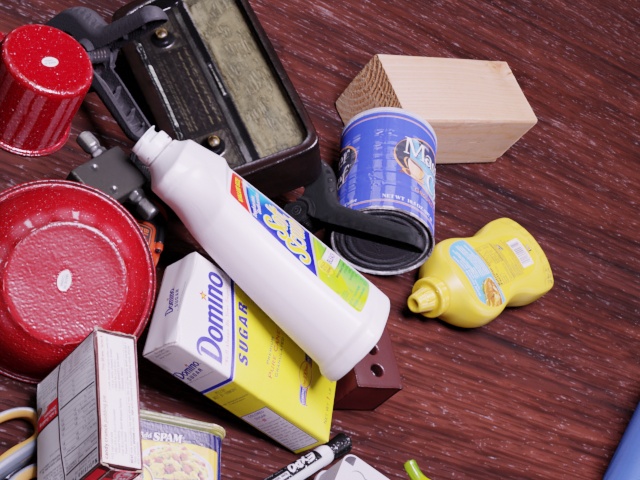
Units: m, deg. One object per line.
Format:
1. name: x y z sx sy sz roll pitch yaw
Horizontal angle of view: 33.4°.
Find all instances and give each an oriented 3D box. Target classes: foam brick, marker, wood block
1. foam brick: 0.033 0.110 0.974 0.052 0.051 0.078 7 54 -33
2. marker: -0.015 0.192 0.899 0.120 0.020 0.020 -22 72 -44
3. wood block: 0.133 -0.146 1.215 0.205 0.090 0.091 -5 61 -39

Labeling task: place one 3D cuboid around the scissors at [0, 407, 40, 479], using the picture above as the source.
1. scissors: -0.246 0.196 0.734 0.096 0.016 0.201 41 44 -2

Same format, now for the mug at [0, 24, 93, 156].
1. mug: -0.259 -0.141 0.934 0.117 0.082 0.093 38 44 -5

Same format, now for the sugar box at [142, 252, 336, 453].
1. sugar box: -0.061 0.095 0.889 0.176 0.048 0.093 40 40 -32

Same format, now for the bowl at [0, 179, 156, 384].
1. bowl: -0.197 0.032 0.810 0.161 0.055 0.162 1 88 -23

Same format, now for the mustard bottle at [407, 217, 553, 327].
1. mustard bottle: 0.158 0.040 1.112 0.191 0.058 0.096 -19 71 -43

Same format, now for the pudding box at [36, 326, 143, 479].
1. pudding box: -0.166 0.132 0.763 0.039 0.090 0.113 20 44 -37

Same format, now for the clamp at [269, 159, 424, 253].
1. clamp: -0.005 -0.022 1.003 0.036 0.164 0.210 51 14 -56

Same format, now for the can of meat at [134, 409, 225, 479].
1. can of meat: -0.124 0.181 0.804 0.102 0.058 0.084 16 51 -26

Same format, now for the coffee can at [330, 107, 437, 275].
1. coffee can: 0.066 -0.051 1.083 0.102 0.103 0.140 24 47 -20

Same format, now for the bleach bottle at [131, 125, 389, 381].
1. bleach bottle: -0.056 0.001 0.887 0.251 0.068 0.102 42 22 -5

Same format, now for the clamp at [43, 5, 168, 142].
1. clamp: -0.199 -0.175 0.969 0.172 0.120 0.039 33 22 30
